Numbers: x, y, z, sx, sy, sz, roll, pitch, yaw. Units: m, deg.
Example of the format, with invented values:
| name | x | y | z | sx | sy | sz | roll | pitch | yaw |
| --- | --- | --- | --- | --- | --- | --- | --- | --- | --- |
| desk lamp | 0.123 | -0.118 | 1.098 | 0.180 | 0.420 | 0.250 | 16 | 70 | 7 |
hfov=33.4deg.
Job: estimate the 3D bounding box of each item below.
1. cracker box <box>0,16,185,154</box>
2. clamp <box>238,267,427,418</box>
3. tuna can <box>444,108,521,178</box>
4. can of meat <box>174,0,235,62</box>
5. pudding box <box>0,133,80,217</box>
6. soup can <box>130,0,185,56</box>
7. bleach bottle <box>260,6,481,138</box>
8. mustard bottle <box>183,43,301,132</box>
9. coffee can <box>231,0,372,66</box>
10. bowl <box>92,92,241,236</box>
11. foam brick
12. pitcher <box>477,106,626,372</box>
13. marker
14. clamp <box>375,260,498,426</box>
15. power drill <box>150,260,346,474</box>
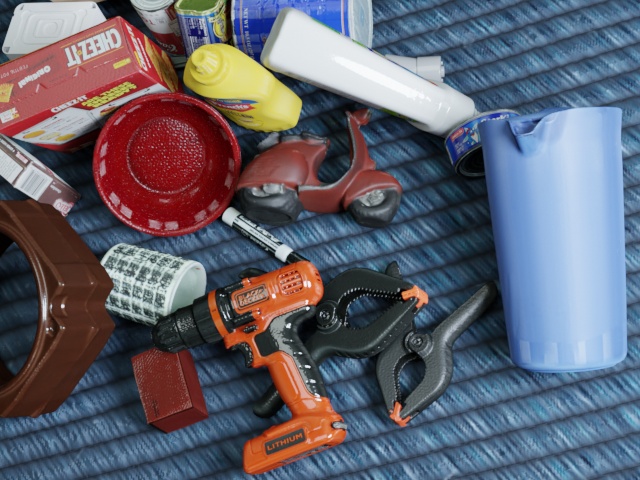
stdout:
| name | x | y | z | sx | sy | sz | roll | pitch | yaw |
| --- | --- | --- | --- | --- | --- | --- | --- | --- | --- |
| cracker box | -0.253 | -0.166 | 1.173 | 0.164 | 0.213 | 0.072 | -22 | 86 | 5 |
| clamp | 0.006 | 0.074 | 1.098 | 0.210 | 0.036 | 0.164 | -24 | 64 | 19 |
| tuna can | 0.175 | -0.099 | 1.111 | 0.086 | 0.086 | 0.034 | -19 | 67 | 6 |
| can of meat | -0.123 | -0.250 | 1.225 | 0.057 | 0.084 | 0.102 | 6 | 42 | 17 |
| pudding box | -0.337 | -0.079 | 1.219 | 0.090 | 0.113 | 0.039 | 36 | 84 | 24 |
| soup can | -0.177 | -0.272 | 1.259 | 0.068 | 0.102 | 0.068 | -5 | 69 | 12 |
| bleach bottle | 0.064 | -0.167 | 1.134 | 0.250 | 0.102 | 0.068 | 22 | 98 | -12 |
| mustard bottle | -0.092 | -0.167 | 1.145 | 0.096 | 0.191 | 0.058 | 15 | 85 | 19 |
| coffee can | -0.019 | -0.250 | 1.209 | 0.140 | 0.102 | 0.103 | 0 | 69 | 14 |
| bowl | -0.171 | -0.088 | 1.186 | 0.162 | 0.055 | 0.162 | -3 | 108 | -9 |
| foam brick | -0.158 | 0.154 | 1.117 | 0.053 | 0.051 | 0.078 | -22 | 65 | 6 |
| pitcher | 0.230 | -0.003 | 1.016 | 0.149 | 0.145 | 0.243 | -5 | 91 | -18 |
| marker | -0.058 | 0.001 | 1.168 | 0.121 | 0.020 | 0.020 | 34 | 80 | 23 |
| clamp | 0.094 | 0.100 | 1.082 | 0.120 | 0.039 | 0.171 | 19 | 72 | 32 |
| power drill | -0.065 | 0.130 | 1.054 | 0.184 | 0.057 | 0.188 | -22 | 75 | 11 |
